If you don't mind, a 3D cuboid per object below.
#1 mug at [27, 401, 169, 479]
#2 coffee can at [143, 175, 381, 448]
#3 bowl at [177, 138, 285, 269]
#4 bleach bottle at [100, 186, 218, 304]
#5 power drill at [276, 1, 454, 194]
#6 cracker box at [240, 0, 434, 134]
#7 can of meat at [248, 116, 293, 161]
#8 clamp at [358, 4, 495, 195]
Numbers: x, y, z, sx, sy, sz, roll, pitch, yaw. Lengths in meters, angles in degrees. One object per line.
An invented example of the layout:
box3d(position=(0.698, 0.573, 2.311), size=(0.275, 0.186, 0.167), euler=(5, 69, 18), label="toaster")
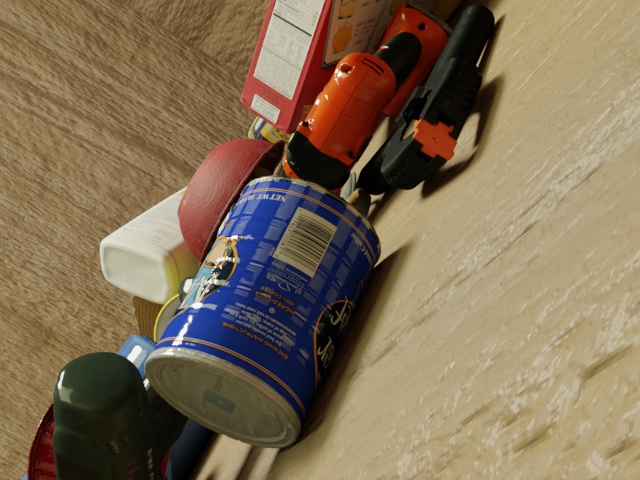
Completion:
box3d(position=(-0.173, 0.163, 0.839), size=(0.093, 0.081, 0.117), euler=(-62, -24, -47), label="mug")
box3d(position=(-0.034, 0.044, 0.675), size=(0.140, 0.102, 0.103), euler=(-63, 9, -30), label="coffee can")
box3d(position=(-0.102, -0.049, 1.118), size=(0.162, 0.055, 0.162), euler=(-58, -4, -7), label="bowl")
box3d(position=(-0.138, -0.022, 1.230), size=(0.250, 0.103, 0.068), euler=(-42, -39, -48), label="bleach bottle")
box3d(position=(0.031, -0.099, 0.859), size=(0.185, 0.057, 0.187), euler=(-56, -2, 43), label="power drill")
box3d(position=(0.028, -0.209, 0.943), size=(0.163, 0.072, 0.214), euler=(-17, -46, -51), label="cracker box")
box3d(position=(-0.021, -0.132, 1.257), size=(0.084, 0.102, 0.057), euler=(-46, 15, 51), label="can of meat")
box3d(position=(0.079, -0.093, 0.727), size=(0.164, 0.036, 0.210), euler=(-59, 4, 7), label="clamp")
